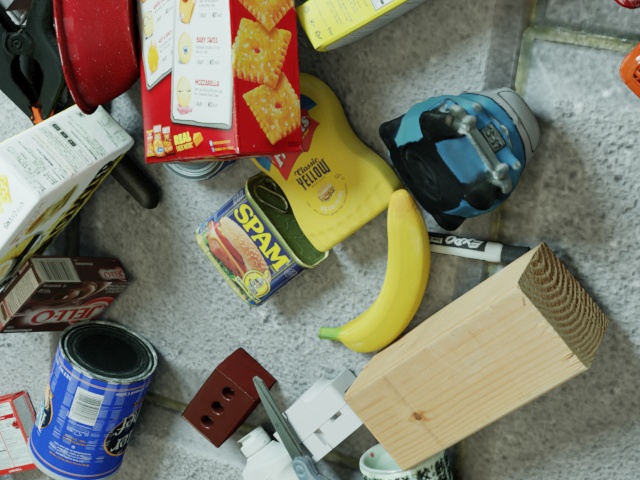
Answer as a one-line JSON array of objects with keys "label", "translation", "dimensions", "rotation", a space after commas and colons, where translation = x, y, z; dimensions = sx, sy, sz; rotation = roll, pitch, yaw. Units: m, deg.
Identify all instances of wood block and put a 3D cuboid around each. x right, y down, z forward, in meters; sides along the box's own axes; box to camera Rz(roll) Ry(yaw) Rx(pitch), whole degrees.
[{"label": "wood block", "translation": [0.131, 0.102, 0.915], "dimensions": [0.206, 0.090, 0.091], "rotation": [-38, 93, 35]}]

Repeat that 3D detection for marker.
[{"label": "marker", "translation": [0.128, 0.007, 0.938], "dimensions": [0.121, 0.020, 0.020], "rotation": [10, 110, 22]}]

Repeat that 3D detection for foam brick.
[{"label": "foam brick", "translation": [-0.092, 0.158, 1.072], "dimensions": [0.053, 0.051, 0.078], "rotation": [40, 118, 8]}]

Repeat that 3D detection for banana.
[{"label": "banana", "translation": [0.059, 0.042, 0.955], "dimensions": [0.069, 0.037, 0.198], "rotation": [23, 128, -5]}]

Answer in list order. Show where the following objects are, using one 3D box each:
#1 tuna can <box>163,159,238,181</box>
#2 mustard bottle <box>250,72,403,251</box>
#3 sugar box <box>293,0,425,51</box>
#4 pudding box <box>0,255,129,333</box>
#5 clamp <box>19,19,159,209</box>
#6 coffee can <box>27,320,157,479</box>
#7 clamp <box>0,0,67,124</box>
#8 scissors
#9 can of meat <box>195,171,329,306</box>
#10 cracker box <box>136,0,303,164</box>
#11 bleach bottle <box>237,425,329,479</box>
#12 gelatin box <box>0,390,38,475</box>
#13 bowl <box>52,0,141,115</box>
[{"label": "tuna can", "translation": [-0.116, -0.100, 1.009], "dimensions": [0.086, 0.033, 0.086], "rotation": [8, 110, 23]}, {"label": "mustard bottle", "translation": [-0.017, -0.091, 0.952], "dimensions": [0.096, 0.058, 0.191], "rotation": [-37, 89, 28]}, {"label": "sugar box", "translation": [0.073, -0.212, 0.851], "dimensions": [0.176, 0.093, 0.048], "rotation": [-28, 94, 29]}, {"label": "pudding box", "translation": [-0.265, 0.055, 1.085], "dimensions": [0.090, 0.113, 0.039], "rotation": [-45, 60, 29]}, {"label": "clamp", "translation": [-0.262, -0.116, 1.071], "dimensions": [0.165, 0.036, 0.210], "rotation": [-12, 105, 27]}, {"label": "coffee can", "translation": [-0.239, 0.169, 1.115], "dimensions": [0.103, 0.102, 0.140], "rotation": [29, 116, 14]}, {"label": "clamp", "translation": [-0.288, -0.194, 0.997], "dimensions": [0.120, 0.039, 0.171], "rotation": [7, 116, 12]}, {"label": "scissors", "translation": [0.001, 0.218, 1.000], "dimensions": [0.096, 0.016, 0.202], "rotation": [-13, 97, 39]}, {"label": "can of meat", "translation": [-0.057, 0.001, 1.003], "dimensions": [0.084, 0.057, 0.102], "rotation": [-38, 88, 32]}, {"label": "cracker box", "translation": [-0.088, -0.174, 0.892], "dimensions": [0.164, 0.071, 0.214], "rotation": [1, 94, 55]}, {"label": "bleach bottle", "translation": [0.007, 0.291, 1.065], "dimensions": [0.103, 0.068, 0.251], "rotation": [-38, 86, 29]}, {"label": "gelatin box", "translation": [-0.357, 0.222, 1.230], "dimensions": [0.073, 0.030, 0.089], "rotation": [-17, 97, 29]}, {"label": "bowl", "translation": [-0.190, -0.195, 0.957], "dimensions": [0.055, 0.162, 0.162], "rotation": [-3, 106, 2]}]
